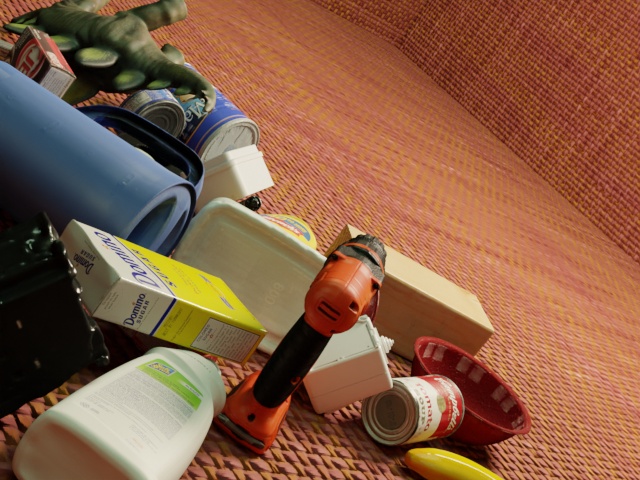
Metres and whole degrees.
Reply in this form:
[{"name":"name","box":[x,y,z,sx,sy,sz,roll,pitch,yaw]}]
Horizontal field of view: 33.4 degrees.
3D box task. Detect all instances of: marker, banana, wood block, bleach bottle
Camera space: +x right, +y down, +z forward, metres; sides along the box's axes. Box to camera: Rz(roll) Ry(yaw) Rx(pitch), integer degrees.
[{"name":"marker","box":[-0.090,-0.043,1.318,0.020,0.020,0.121,32,-7,-9]},{"name":"banana","box":[0.171,0.259,1.060,0.198,0.037,0.069,37,16,5]},{"name":"wood block","box":[0.097,0.078,1.312,0.206,0.090,0.091,29,19,-21]},{"name":"bleach bottle","box":[-0.124,0.136,0.799,0.102,0.068,0.250,38,15,7]}]

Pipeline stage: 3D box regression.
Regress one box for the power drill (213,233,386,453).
[{"name":"power drill","box":[-0.011,0.083,0.933,0.057,0.188,0.184,35,19,4]}]

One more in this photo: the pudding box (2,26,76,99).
[{"name":"pudding box","box":[-0.314,-0.158,1.128,0.039,0.114,0.090,23,21,-43]}]

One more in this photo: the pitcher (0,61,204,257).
[{"name":"pitcher","box":[-0.238,-0.069,1.003,0.243,0.145,0.149,36,12,14]}]

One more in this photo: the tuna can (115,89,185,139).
[{"name":"tuna can","box":[-0.213,-0.149,1.340,0.086,0.086,0.034,12,30,-51]}]

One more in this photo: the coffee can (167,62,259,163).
[{"name":"coffee can","box":[-0.164,-0.157,1.423,0.140,0.103,0.102,44,19,26]}]

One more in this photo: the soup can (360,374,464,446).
[{"name":"soup can","box":[0.095,0.173,1.092,0.069,0.068,0.102,45,20,28]}]

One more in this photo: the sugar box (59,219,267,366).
[{"name":"sugar box","box":[-0.134,0.046,0.900,0.176,0.048,0.093,29,10,-48]}]

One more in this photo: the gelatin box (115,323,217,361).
[{"name":"gelatin box","box":[-0.140,0.082,0.964,0.089,0.030,0.073,42,17,20]}]

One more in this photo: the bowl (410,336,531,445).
[{"name":"bowl","box":[0.158,0.181,1.209,0.162,0.055,0.162,32,18,-12]}]
